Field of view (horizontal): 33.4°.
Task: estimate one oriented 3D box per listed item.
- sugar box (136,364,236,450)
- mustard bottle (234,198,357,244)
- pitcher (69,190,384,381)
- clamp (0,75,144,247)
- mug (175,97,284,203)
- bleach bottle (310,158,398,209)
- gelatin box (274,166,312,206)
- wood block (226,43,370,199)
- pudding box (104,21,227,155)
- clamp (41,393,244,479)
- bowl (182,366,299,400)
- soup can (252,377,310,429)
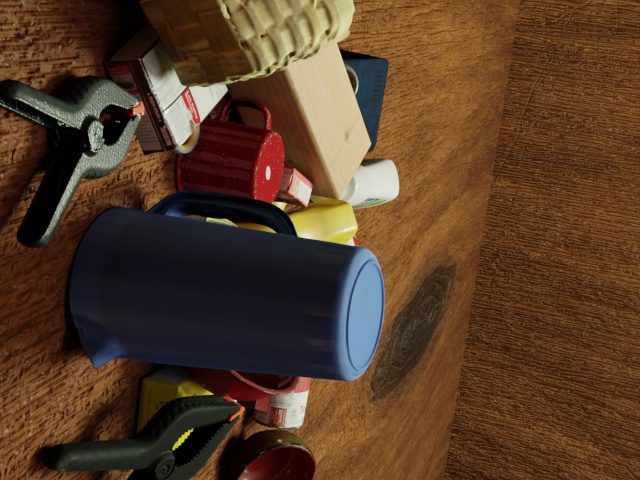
[{"bbox_3d":[-0.134,0.170,1.122,0.176,0.048,0.093,-23,122,-69],"label":"sugar box"},{"bbox_3d":[-0.058,0.001,1.155,0.191,0.096,0.058,-16,90,-40],"label":"mustard bottle"},{"bbox_3d":[-0.072,0.039,0.895,0.144,0.243,0.149,-11,106,-68],"label":"pitcher"},{"bbox_3d":[-0.186,-0.085,0.794,0.171,0.039,0.120,-61,154,-54],"label":"clamp"},{"bbox_3d":[-0.083,-0.086,1.058,0.093,0.081,0.117,53,51,-68],"label":"mug"},{"bbox_3d":[0.032,-0.072,1.399,0.250,0.103,0.068,-16,97,-74],"label":"bleach bottle"},{"bbox_3d":[-0.061,-0.063,1.134,0.073,0.089,0.030,36,67,-72],"label":"gelatin box"},{"bbox_3d":[-0.025,-0.147,1.128,0.090,0.090,0.206,-60,148,-28],"label":"wood block"},{"bbox_3d":[-0.129,-0.140,0.915,0.113,0.039,0.090,-62,139,-49],"label":"pudding box"},{"bbox_3d":[-0.158,0.196,0.968,0.209,0.036,0.164,-37,140,-29],"label":"clamp"},{"bbox_3d":[-0.098,0.109,1.088,0.055,0.162,0.162,-45,173,18],"label":"bowl"},{"bbox_3d":[-0.048,0.186,1.382,0.068,0.068,0.102,-14,115,-72],"label":"soup can"}]
